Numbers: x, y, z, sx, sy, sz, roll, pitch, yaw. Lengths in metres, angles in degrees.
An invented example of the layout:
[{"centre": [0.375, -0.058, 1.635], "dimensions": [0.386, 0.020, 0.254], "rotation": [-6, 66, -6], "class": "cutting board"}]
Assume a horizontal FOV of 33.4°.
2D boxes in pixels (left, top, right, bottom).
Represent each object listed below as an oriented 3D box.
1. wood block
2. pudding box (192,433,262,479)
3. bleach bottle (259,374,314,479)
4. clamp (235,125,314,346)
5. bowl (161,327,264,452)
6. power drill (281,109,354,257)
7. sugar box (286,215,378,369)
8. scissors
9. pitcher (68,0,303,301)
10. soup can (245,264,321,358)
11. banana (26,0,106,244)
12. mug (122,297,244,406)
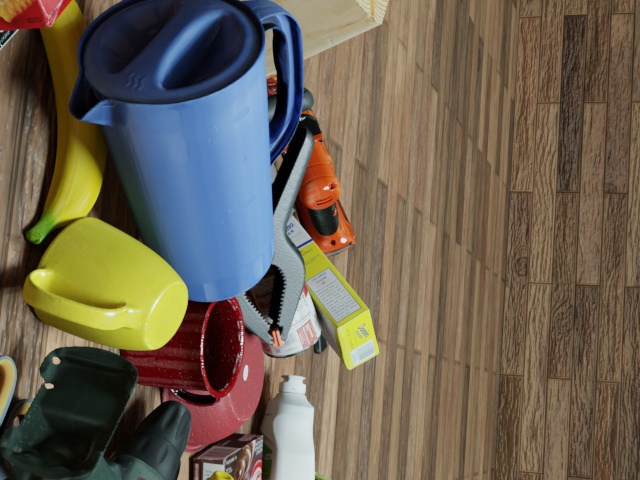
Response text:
[{"centre": [-0.044, -0.208, 0.923], "dimensions": [0.090, 0.207, 0.090], "rotation": [40, 50, -33], "class": "wood block"}, {"centre": [-0.095, 0.254, 1.099], "dimensions": [0.113, 0.039, 0.090], "rotation": [-8, 100, -71], "class": "pudding box"}, {"centre": [-0.040, 0.275, 1.183], "dimensions": [0.103, 0.068, 0.251], "rotation": [154, -55, -62], "class": "bleach bottle"}, {"centre": [-0.057, 0.001, 1.008], "dimensions": [0.036, 0.164, 0.210], "rotation": [38, -29, 60], "class": "clamp"}, {"centre": [-0.097, 0.131, 1.057], "dimensions": [0.162, 0.055, 0.162], "rotation": [1, 90, -71], "class": "bowl"}, {"centre": [-0.015, -0.079, 1.224], "dimensions": [0.187, 0.057, 0.184], "rotation": [71, 0, -58], "class": "power drill"}, {"centre": [-0.004, 0.050, 1.165], "dimensions": [0.176, 0.048, 0.093], "rotation": [54, -13, 35], "class": "sugar box"}, {"centre": [-0.233, 0.179, 0.722], "dimensions": [0.096, 0.016, 0.201], "rotation": [53, 42, -61], "class": "scissors"}, {"centre": [-0.090, -0.069, 0.838], "dimensions": [0.243, 0.149, 0.145], "rotation": [85, 10, -49], "class": "pitcher"}, {"centre": [-0.044, 0.061, 1.092], "dimensions": [0.068, 0.069, 0.102], "rotation": [-59, 136, -55], "class": "soup can"}, {"centre": [-0.187, -0.097, 0.799], "dimensions": [0.069, 0.037, 0.198], "rotation": [-9, 100, -73], "class": "banana"}, {"centre": [-0.119, 0.099, 0.947], "dimensions": [0.093, 0.082, 0.117], "rotation": [-64, 149, -50], "class": "mug"}]
